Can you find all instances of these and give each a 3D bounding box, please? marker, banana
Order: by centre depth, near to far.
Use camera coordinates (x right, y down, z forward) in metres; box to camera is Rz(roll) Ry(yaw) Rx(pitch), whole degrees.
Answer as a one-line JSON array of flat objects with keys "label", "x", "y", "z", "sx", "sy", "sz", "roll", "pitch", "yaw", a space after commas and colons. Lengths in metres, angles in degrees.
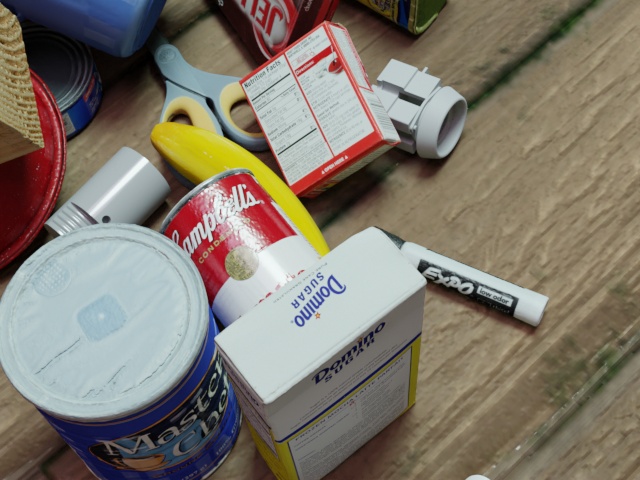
[{"label": "marker", "x": 0.079, "y": 0.020, "z": 0.650, "sx": 0.121, "sy": 0.020, "sz": 0.020, "roll": 23, "pitch": 66, "yaw": 16}, {"label": "banana", "x": -0.036, "y": -0.002, "z": 0.651, "sx": 0.069, "sy": 0.037, "sz": 0.198, "roll": -21, "pitch": 68, "yaw": -19}]

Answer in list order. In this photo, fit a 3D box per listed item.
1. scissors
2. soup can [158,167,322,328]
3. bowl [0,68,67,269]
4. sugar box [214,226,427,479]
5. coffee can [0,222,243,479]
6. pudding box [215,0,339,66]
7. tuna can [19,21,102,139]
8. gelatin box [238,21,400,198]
[{"label": "scissors", "x": -0.085, "y": -0.124, "z": 0.742, "sx": 0.096, "sy": 0.016, "sz": 0.202, "roll": -14, "pitch": 62, "yaw": -5}, {"label": "soup can", "x": -0.034, "y": 0.019, "z": 0.593, "sx": 0.068, "sy": 0.068, "sz": 0.102, "roll": -35, "pitch": 72, "yaw": -14}, {"label": "bowl", "x": -0.244, "y": -0.054, "z": 0.670, "sx": 0.162, "sy": 0.055, "sz": 0.162, "roll": -4, "pitch": 76, "yaw": 15}, {"label": "sugar box", "x": 0.004, "y": 0.067, "z": 0.541, "sx": 0.093, "sy": 0.176, "sz": 0.048, "roll": -36, "pitch": 65, "yaw": -14}, {"label": "coffee can", "x": -0.100, "y": 0.069, "z": 0.569, "sx": 0.103, "sy": 0.140, "sz": 0.103, "roll": -2, "pitch": 62, "yaw": 3}, {"label": "pudding box", "x": -0.033, "y": -0.179, "z": 0.724, "sx": 0.039, "sy": 0.090, "sz": 0.113, "roll": -12, "pitch": 56, "yaw": -33}, {"label": "tuna can", "x": -0.194, "y": -0.107, "z": 0.731, "sx": 0.086, "sy": 0.034, "sz": 0.086, "roll": -2, "pitch": 62, "yaw": 4}, {"label": "gelatin box", "x": -0.001, "y": -0.082, "z": 0.675, "sx": 0.073, "sy": 0.030, "sz": 0.089, "roll": -32, "pitch": 76, "yaw": 26}]
